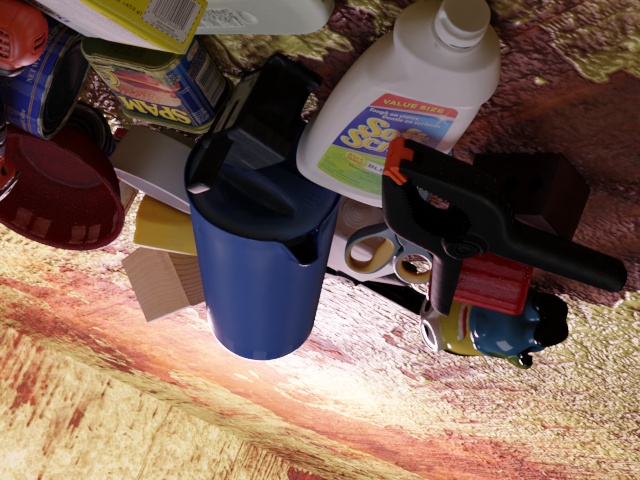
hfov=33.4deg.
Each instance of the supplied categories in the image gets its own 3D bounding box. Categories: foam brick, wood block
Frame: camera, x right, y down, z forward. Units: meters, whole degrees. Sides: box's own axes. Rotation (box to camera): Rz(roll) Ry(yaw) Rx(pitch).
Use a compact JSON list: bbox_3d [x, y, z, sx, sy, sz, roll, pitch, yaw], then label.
[{"bbox_3d":[0.155,-0.032,0.818,0.078,0.053,0.051,5,155,42],"label":"foam brick"},{"bbox_3d":[-0.160,0.033,1.272,0.091,0.090,0.206,68,156,1],"label":"wood block"}]

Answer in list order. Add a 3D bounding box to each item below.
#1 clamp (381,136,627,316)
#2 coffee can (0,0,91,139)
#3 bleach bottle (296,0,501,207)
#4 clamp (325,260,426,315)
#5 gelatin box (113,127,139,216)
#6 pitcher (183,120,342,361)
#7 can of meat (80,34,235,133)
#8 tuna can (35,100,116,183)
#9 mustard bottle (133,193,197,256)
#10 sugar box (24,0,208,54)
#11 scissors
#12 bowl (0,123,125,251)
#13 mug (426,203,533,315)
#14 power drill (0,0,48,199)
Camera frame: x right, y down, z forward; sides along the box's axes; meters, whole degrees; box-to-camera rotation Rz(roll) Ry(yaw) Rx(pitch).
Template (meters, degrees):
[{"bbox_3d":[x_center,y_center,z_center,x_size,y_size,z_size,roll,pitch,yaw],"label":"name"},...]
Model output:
[{"bbox_3d":[0.103,-0.003,0.787,0.165,0.036,0.209,-19,138,42],"label":"clamp"},{"bbox_3d":[-0.276,-0.159,0.897,0.140,0.102,0.103,23,162,0],"label":"coffee can"},{"bbox_3d":[0.054,-0.100,0.738,0.102,0.068,0.251,23,160,-3],"label":"bleach bottle"},{"bbox_3d":[0.043,0.035,1.166,0.172,0.039,0.120,20,158,30],"label":"clamp"},{"bbox_3d":[-0.212,-0.067,1.127,0.030,0.073,0.089,22,163,6],"label":"gelatin box"},{"bbox_3d":[-0.056,0.001,0.972,0.145,0.149,0.243,15,146,6],"label":"pitcher"},{"bbox_3d":[-0.131,-0.138,0.857,0.102,0.057,0.084,16,159,26],"label":"can of meat"},{"bbox_3d":[-0.250,-0.097,1.069,0.086,0.086,0.034,21,160,5],"label":"tuna can"},{"bbox_3d":[-0.094,-0.009,1.124,0.191,0.058,0.096,10,-161,0],"label":"mustard bottle"},{"bbox_3d":[-0.158,-0.173,0.736,0.093,0.048,0.176,27,180,-36],"label":"sugar box"},{"bbox_3d":[0.092,-0.012,0.935,0.096,0.016,0.202,26,144,-18],"label":"scissors"},{"bbox_3d":[-0.249,-0.061,0.992,0.162,0.055,0.162,12,142,9],"label":"bowl"},{"bbox_3d":[0.144,0.017,0.926,0.081,0.093,0.117,14,175,11],"label":"mug"},{"bbox_3d":[-0.303,-0.124,0.828,0.184,0.057,0.188,20,130,7],"label":"power drill"}]
